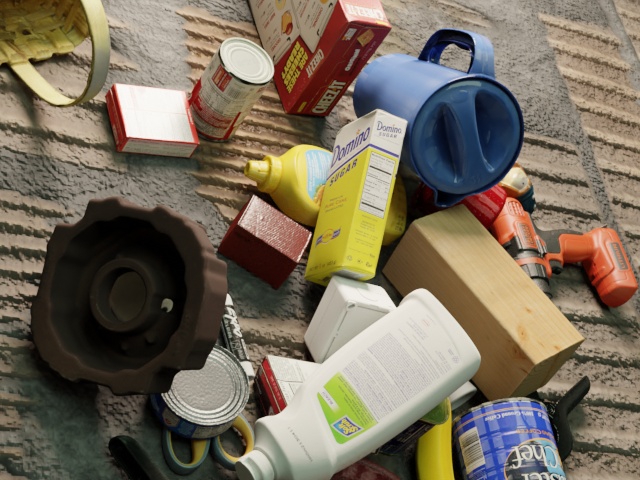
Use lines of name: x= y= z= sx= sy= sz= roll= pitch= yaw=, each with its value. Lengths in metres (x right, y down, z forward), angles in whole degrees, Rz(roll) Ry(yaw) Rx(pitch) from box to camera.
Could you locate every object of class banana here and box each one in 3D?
banana: x=0.126 y=0.241 z=1.045 sx=0.037 sy=0.070 sz=0.198 roll=34 pitch=28 yaw=-45

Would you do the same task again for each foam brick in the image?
foam brick: x=-0.057 y=0.001 z=1.116 sx=0.078 sy=0.053 sz=0.051 roll=34 pitch=44 yaw=-8

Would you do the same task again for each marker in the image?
marker: x=-0.089 y=0.083 z=1.053 sx=0.020 sy=0.020 sz=0.121 roll=1 pitch=56 yaw=-34

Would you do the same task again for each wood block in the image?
wood block: x=0.175 y=0.069 z=1.172 sx=0.090 sy=0.091 sz=0.206 roll=-18 pitch=59 yaw=-40

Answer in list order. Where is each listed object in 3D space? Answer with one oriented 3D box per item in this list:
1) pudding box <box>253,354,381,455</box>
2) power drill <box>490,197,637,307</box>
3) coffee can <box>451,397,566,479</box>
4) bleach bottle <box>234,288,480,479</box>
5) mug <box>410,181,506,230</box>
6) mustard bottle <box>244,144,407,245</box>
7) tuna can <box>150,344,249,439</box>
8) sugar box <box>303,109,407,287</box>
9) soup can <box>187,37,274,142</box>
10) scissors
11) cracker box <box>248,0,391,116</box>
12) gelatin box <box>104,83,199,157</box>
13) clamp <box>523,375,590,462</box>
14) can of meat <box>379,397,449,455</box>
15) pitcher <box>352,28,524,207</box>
pudding box: x=0.000 y=0.157 z=1.022 sx=0.113 sy=0.039 sz=0.090 roll=12 pitch=28 yaw=-25
power drill: x=0.306 y=0.036 z=1.337 sx=0.187 sy=0.057 sz=0.184 roll=10 pitch=52 yaw=-29
coffee can: x=0.193 y=0.242 z=1.063 sx=0.102 sy=0.103 sz=0.140 roll=11 pitch=51 yaw=-28
bleach bottle: x=0.026 y=0.141 z=0.955 sx=0.250 sy=0.068 sz=0.103 roll=-28 pitch=68 yaw=-32
mug: x=0.175 y=-0.060 z=1.297 sx=0.081 sy=0.093 sz=0.117 roll=37 pitch=59 yaw=-11
mustard bottle: x=0.004 y=-0.058 z=1.202 sx=0.191 sy=0.058 sz=0.096 roll=14 pitch=56 yaw=-26
tuna can: x=-0.110 y=0.135 z=0.964 sx=0.086 sy=0.034 sz=0.086 roll=13 pitch=50 yaw=-16
sugar box: x=0.036 y=-0.043 z=1.126 sx=0.048 sy=0.093 sz=0.176 roll=17 pitch=73 yaw=-24
soup can: x=-0.103 y=-0.166 z=1.182 sx=0.068 sy=0.102 sz=0.068 roll=18 pitch=48 yaw=-22
scissors: x=-0.097 y=0.135 z=1.008 sx=0.096 sy=0.016 sz=0.201 roll=23 pitch=47 yaw=-14
cracker box: x=-0.009 y=-0.284 z=1.297 sx=0.072 sy=0.164 sz=0.214 roll=0 pitch=57 yaw=-32
gelatin box: x=-0.182 y=-0.128 z=1.150 sx=0.089 sy=0.030 sz=0.073 roll=1 pitch=57 yaw=-34
clamp: x=0.237 y=0.186 z=1.187 sx=0.120 sy=0.039 sz=0.171 roll=27 pitch=41 yaw=1
can of meat: x=0.082 y=0.154 z=1.069 sx=0.057 sy=0.084 sz=0.102 roll=21 pitch=47 yaw=-20
pitcher: x=0.126 y=-0.155 z=1.234 sx=0.145 sy=0.149 sz=0.243 roll=54 pitch=-3 yaw=-26
